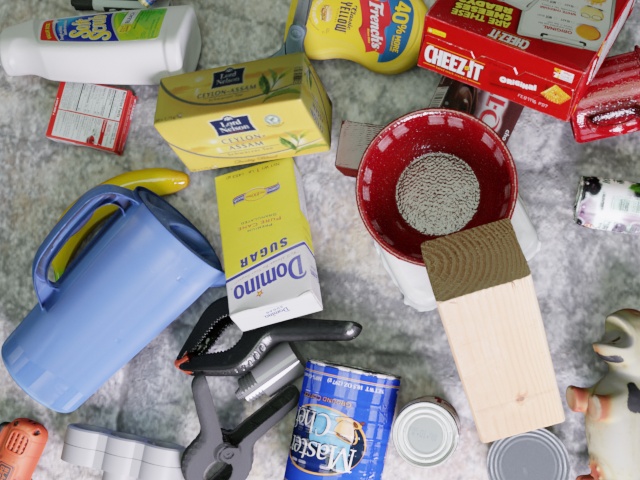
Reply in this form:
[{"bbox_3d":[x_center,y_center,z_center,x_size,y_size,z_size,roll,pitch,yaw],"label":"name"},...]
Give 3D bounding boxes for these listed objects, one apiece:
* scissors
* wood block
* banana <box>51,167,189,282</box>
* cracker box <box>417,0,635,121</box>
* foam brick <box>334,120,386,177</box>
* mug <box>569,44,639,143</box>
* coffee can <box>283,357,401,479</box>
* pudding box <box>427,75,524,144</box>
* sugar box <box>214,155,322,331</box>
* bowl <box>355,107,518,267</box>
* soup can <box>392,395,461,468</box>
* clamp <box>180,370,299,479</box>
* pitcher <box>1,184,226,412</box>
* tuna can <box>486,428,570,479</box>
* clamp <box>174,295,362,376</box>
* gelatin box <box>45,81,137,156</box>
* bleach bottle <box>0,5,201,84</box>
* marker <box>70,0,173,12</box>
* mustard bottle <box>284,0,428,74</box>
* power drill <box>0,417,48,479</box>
[{"bbox_3d":[-0.012,-0.209,1.154,0.096,0.016,0.202,33,122,-5],"label":"scissors"},{"bbox_3d":[0.170,0.092,1.045,0.091,0.206,0.090,-16,38,6],"label":"wood block"},{"bbox_3d":[-0.241,-0.031,1.211,0.198,0.037,0.069,-40,98,4],"label":"banana"},{"bbox_3d":[0.215,-0.226,1.077,0.164,0.072,0.213,23,49,16],"label":"cracker box"},{"bbox_3d":[0.049,-0.095,1.149,0.053,0.078,0.051,10,87,9],"label":"foam brick"},{"bbox_3d":[0.298,-0.141,1.102,0.081,0.117,0.093,-12,126,12],"label":"mug"},{"bbox_3d":[0.022,0.201,1.112,0.103,0.102,0.140,11,86,9],"label":"coffee can"},{"bbox_3d":[0.170,-0.152,1.139,0.090,0.039,0.113,26,91,-18],"label":"pudding box"},{"bbox_3d":[-0.057,0.001,1.139,0.093,0.048,0.176,-16,56,10],"label":"sugar box"},{"bbox_3d":[0.118,-0.050,1.083,0.162,0.055,0.162,-1,84,9],"label":"bowl"},{"bbox_3d":[0.110,0.196,1.099,0.068,0.102,0.068,-1,84,8],"label":"soup can"},{"bbox_3d":[-0.109,0.210,1.132,0.120,0.039,0.171,24,105,-22],"label":"clamp"},{"bbox_3d":[-0.234,0.062,1.149,0.243,0.145,0.149,-45,78,5],"label":"pitcher"},{"bbox_3d":[0.216,0.234,1.113,0.086,0.033,0.086,-1,84,9],"label":"tuna can"},{"bbox_3d":[-0.069,0.076,1.157,0.210,0.036,0.164,-28,55,13],"label":"clamp"},{"bbox_3d":[-0.262,-0.143,1.226,0.089,0.030,0.073,13,85,10],"label":"gelatin box"},{"bbox_3d":[-0.266,-0.214,1.203,0.251,0.068,0.102,-1,42,10],"label":"bleach bottle"},{"bbox_3d":[-0.232,-0.274,1.239,0.121,0.020,0.020,5,85,9],"label":"marker"},{"bbox_3d":[0.062,-0.233,1.170,0.192,0.058,0.096,14,91,9],"label":"mustard bottle"},{"bbox_3d":[-0.418,0.260,1.198,0.188,0.057,0.184,24,85,7],"label":"power drill"}]
